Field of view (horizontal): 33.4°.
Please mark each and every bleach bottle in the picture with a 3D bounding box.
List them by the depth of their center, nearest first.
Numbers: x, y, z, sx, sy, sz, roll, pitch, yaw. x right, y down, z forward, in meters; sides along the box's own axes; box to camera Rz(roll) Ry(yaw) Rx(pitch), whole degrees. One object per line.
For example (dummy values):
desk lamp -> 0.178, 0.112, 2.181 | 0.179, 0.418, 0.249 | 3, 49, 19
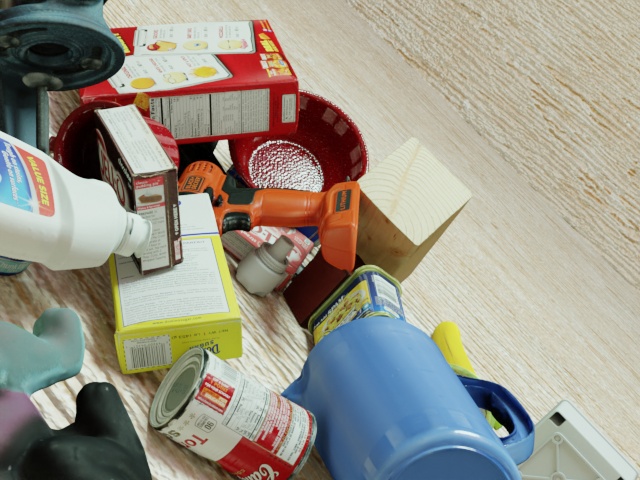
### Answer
bleach bottle -> -0.233, -0.041, 0.712 | 0.250, 0.068, 0.102 | 18, 41, -28

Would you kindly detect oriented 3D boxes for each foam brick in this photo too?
foam brick -> 0.010, 0.051, 1.095 | 0.052, 0.078, 0.051 | 21, 28, -44

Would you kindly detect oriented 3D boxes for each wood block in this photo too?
wood block -> 0.070, -0.008, 1.145 | 0.090, 0.090, 0.206 | 46, -26, 9

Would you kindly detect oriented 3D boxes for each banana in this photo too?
banana -> 0.163, 0.147, 1.275 | 0.069, 0.037, 0.198 | 54, 11, -32

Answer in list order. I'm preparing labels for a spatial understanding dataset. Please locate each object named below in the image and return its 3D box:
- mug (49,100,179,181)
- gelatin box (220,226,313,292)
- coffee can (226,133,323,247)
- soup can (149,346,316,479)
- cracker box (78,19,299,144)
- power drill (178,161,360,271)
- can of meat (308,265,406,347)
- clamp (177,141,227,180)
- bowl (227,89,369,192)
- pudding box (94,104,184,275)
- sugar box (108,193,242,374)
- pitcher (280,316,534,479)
mug -> -0.191, -0.077, 0.971 | 0.117, 0.093, 0.081 | 9, 2, 19
gelatin box -> -0.057, 0.001, 1.114 | 0.089, 0.030, 0.073 | 38, 33, -3
coffee can -> -0.026, -0.075, 1.272 | 0.140, 0.103, 0.102 | 40, 18, -5
soup can -> -0.063, 0.129, 0.768 | 0.102, 0.069, 0.068 | 35, 19, -21
cracker box -> -0.142, -0.163, 1.103 | 0.213, 0.072, 0.164 | -7, 35, -12
power drill -> -0.058, -0.016, 0.999 | 0.187, 0.057, 0.184 | 7, 30, 2
can of meat -> 0.037, 0.087, 1.029 | 0.057, 0.102, 0.084 | 36, 21, -21
clamp -> -0.138, -0.097, 1.192 | 0.120, 0.039, 0.171 | 17, 36, -45
bowl -> -0.030, -0.088, 1.176 | 0.162, 0.055, 0.162 | 9, 59, -15
pudding box -> -0.142, -0.041, 0.826 | 0.039, 0.090, 0.114 | -15, 37, -21
sugar box -> -0.121, 0.029, 0.846 | 0.093, 0.048, 0.176 | -6, 33, -10
pitcher -> 0.073, 0.148, 0.791 | 0.145, 0.149, 0.243 | 45, 1, -14
